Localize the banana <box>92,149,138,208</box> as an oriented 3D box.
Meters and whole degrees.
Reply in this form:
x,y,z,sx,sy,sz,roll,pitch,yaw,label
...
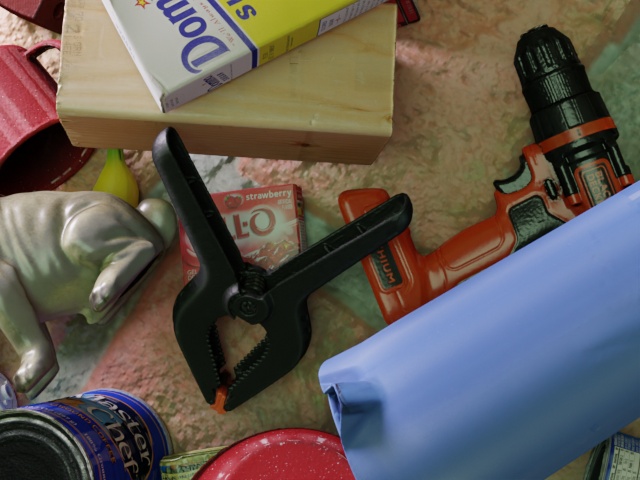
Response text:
x,y,z,sx,sy,sz,roll,pitch,yaw,label
-0.200,0.009,0.787,0.198,0.037,0.070,-41,65,6,banana

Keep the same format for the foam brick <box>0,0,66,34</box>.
x,y,z,sx,sy,sz,roll,pitch,yaw,label
-0.203,-0.199,0.787,0.051,0.053,0.078,27,93,12,foam brick

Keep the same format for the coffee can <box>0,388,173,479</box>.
x,y,z,sx,sy,sz,roll,pitch,yaw,label
-0.171,0.157,0.718,0.103,0.140,0.103,-1,87,12,coffee can

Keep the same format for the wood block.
x,y,z,sx,sy,sz,roll,pitch,yaw,label
-0.060,-0.107,0.700,0.206,0.091,0.090,4,81,-6,wood block

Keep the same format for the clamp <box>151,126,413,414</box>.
x,y,z,sx,sy,sz,roll,pitch,yaw,label
-0.035,0.032,0.702,0.164,0.036,0.210,11,123,1,clamp

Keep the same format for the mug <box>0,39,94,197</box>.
x,y,z,sx,sy,sz,roll,pitch,yaw,label
-0.212,-0.094,0.764,0.117,0.093,0.081,-45,75,19,mug

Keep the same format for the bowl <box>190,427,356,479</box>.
x,y,z,sx,sy,sz,roll,pitch,yaw,label
-0.016,0.174,0.646,0.162,0.055,0.162,0,52,0,bowl

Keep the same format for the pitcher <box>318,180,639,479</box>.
x,y,z,sx,sy,sz,roll,pitch,yaw,label
0.134,0.071,0.633,0.243,0.149,0.145,-35,93,16,pitcher

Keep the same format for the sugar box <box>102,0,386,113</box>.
x,y,z,sx,sy,sz,roll,pitch,yaw,label
-0.039,-0.158,0.638,0.176,0.048,0.093,-29,85,-9,sugar box

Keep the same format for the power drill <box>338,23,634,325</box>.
x,y,z,sx,sy,sz,roll,pitch,yaw,label
0.111,-0.031,0.710,0.188,0.057,0.184,-21,83,10,power drill

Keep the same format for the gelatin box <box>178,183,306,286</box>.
x,y,z,sx,sy,sz,roll,pitch,yaw,label
-0.055,0.001,0.757,0.089,0.030,0.073,-5,86,11,gelatin box
